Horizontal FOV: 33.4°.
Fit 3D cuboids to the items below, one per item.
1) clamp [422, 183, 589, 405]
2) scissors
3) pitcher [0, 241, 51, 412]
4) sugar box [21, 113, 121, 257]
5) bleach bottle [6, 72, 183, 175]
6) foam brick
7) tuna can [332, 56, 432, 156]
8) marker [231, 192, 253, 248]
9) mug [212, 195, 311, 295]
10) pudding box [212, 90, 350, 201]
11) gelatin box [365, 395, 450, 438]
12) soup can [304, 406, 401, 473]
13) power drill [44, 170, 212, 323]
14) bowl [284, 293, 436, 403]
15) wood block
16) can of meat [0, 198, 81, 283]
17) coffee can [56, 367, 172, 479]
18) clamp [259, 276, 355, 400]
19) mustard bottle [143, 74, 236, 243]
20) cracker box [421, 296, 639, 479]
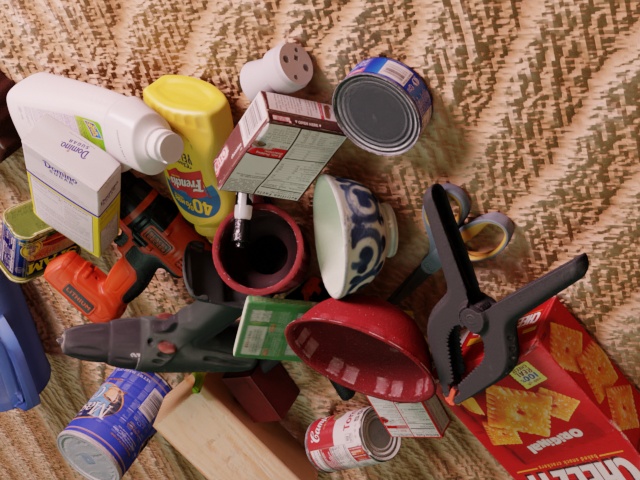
[{"bbox_3d":[0.140,0.058,0.985,0.165,0.036,0.210,35,128,26],"label":"clamp"},{"bbox_3d":[0.102,0.005,1.048,0.096,0.016,0.202,49,138,-12],"label":"scissors"},{"bbox_3d":[-0.457,0.118,1.477,0.149,0.145,0.243,2,130,7],"label":"pitcher"},{"bbox_3d":[-0.253,-0.053,1.097,0.093,0.048,0.176,34,153,3],"label":"sugar box"},{"bbox_3d":[-0.222,-0.108,1.087,0.251,0.068,0.102,19,139,44],"label":"bleach bottle"},{"bbox_3d":[-0.072,0.178,1.314,0.053,0.051,0.078,-10,122,40],"label":"foam brick"},{"bbox_3d":[0.056,-0.119,0.948,0.086,0.033,0.086,20,138,19],"label":"tuna can"},{"bbox_3d":[-0.074,-0.053,1.056,0.020,0.121,0.020,5,174,0],"label":"marker"},{"bbox_3d":[-0.057,0.001,1.099,0.093,0.117,0.081,-9,172,9],"label":"mug"},{"bbox_3d":[-0.038,-0.086,1.002,0.089,0.039,0.114,6,145,-30],"label":"pudding box"},{"bbox_3d":[0.097,0.185,1.214,0.073,0.030,0.089,-9,123,39],"label":"gelatin box"},{"bbox_3d":[0.039,0.238,1.278,0.102,0.068,0.068,-24,112,46],"label":"soup can"},{"bbox_3d":[-0.238,0.006,1.232,0.184,0.057,0.188,45,125,-11],"label":"power drill"},{"bbox_3d":[0.048,0.100,1.069,0.162,0.055,0.162,20,153,10],"label":"bowl"},{"bbox_3d":[-0.104,0.262,1.365,0.090,0.091,0.206,-40,101,14],"label":"wood block"},{"bbox_3d":[-0.336,-0.007,1.288,0.057,0.101,0.084,47,141,21],"label":"can of meat"},{"bbox_3d":[-0.277,0.250,1.462,0.103,0.140,0.103,20,137,19],"label":"coffee can"},{"bbox_3d":[-0.004,0.116,1.215,0.120,0.039,0.172,19,137,5],"label":"clamp"},{"bbox_3d":[-0.123,-0.073,1.103,0.096,0.058,0.191,23,140,31],"label":"mustard bottle"},{"bbox_3d":[0.229,0.171,1.071,0.213,0.072,0.164,48,139,-13],"label":"cracker box"}]
